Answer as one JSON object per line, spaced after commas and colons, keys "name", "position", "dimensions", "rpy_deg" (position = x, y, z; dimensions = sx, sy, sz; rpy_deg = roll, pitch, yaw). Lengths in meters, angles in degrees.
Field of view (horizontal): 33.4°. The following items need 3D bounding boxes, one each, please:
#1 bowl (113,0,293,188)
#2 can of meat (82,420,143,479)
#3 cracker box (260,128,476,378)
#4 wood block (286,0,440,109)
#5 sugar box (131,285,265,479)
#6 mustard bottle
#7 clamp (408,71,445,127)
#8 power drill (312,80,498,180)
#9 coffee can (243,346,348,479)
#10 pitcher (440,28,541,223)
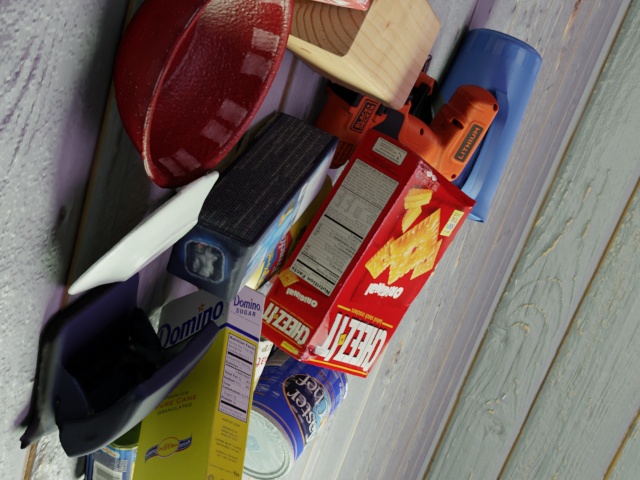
{"name": "bowl", "position": [-0.083, -0.116, 0.686], "dimensions": [0.162, 0.055, 0.162], "rpy_deg": [-53, 164, -23]}
{"name": "can of meat", "position": [-0.158, 0.170, 0.912], "dimensions": [0.102, 0.057, 0.084], "rpy_deg": [-44, 153, -50]}
{"name": "cracker box", "position": [0.047, 0.020, 1.014], "dimensions": [0.214, 0.072, 0.164], "rpy_deg": [-59, 152, 2]}
{"name": "wood block", "position": [0.026, -0.181, 0.878], "dimensions": [0.090, 0.091, 0.206], "rpy_deg": [-64, 165, 3]}
{"name": "sugar box", "position": [-0.098, 0.125, 0.850], "dimensions": [0.048, 0.094, 0.176], "rpy_deg": [29, 53, -40]}
{"name": "mustard bottle", "position": [-0.056, 0.001, 0.965], "dimensions": [0.191, 0.058, 0.096], "rpy_deg": [-39, 156, -55]}
{"name": "clamp", "position": [0.092, -0.095, 1.185], "dimensions": [0.164, 0.036, 0.210], "rpy_deg": [-42, 153, -28]}
{"name": "power drill", "position": [0.090, -0.141, 1.062], "dimensions": [0.187, 0.057, 0.185], "rpy_deg": [14, 116, -40]}
{"name": "coffee can", "position": [-0.045, 0.190, 1.218], "dimensions": [0.140, 0.103, 0.103], "rpy_deg": [-45, 156, -49]}
{"name": "pitcher", "position": [0.205, -0.153, 1.418], "dimensions": [0.144, 0.149, 0.243], "rpy_deg": [22, 91, -56]}
